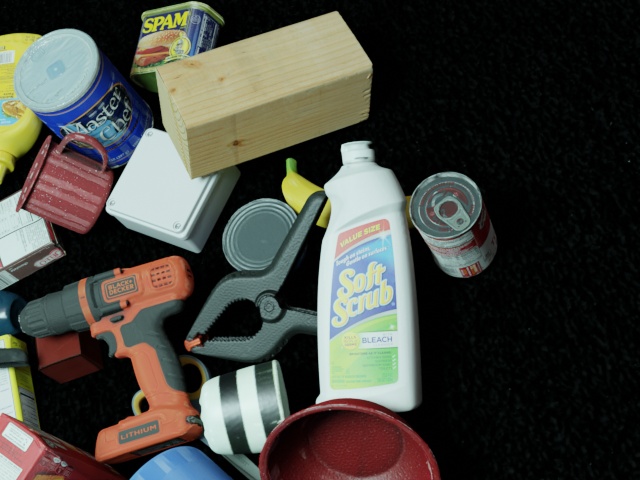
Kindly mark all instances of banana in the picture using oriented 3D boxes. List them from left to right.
[{"bbox_3d":[0.034,-0.039,1.107,0.198,0.037,0.069,17,74,25],"label":"banana"}]

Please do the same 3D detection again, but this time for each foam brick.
[{"bbox_3d":[-0.270,0.103,1.138,0.051,0.053,0.078,-20,61,10],"label":"foam brick"}]

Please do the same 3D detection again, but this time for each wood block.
[{"bbox_3d":[-0.058,-0.153,1.122,0.206,0.091,0.090,-20,59,-15],"label":"wood block"}]

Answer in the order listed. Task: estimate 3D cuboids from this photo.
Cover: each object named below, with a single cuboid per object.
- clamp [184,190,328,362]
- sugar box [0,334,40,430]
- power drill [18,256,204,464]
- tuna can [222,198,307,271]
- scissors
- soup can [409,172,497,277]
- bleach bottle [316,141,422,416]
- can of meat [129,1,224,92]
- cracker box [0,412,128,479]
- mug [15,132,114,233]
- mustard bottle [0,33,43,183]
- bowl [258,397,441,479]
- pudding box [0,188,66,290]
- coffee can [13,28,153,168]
[{"bbox_3d":[-0.046,0.053,1.069,0.210,0.036,0.164,-19,88,15],"label":"clamp"},{"bbox_3d":[-0.346,0.196,1.126,0.093,0.048,0.176,-23,64,9],"label":"sugar box"},{"bbox_3d":[-0.201,0.121,1.058,0.184,0.057,0.188,-17,74,8],"label":"power drill"},{"bbox_3d":[-0.057,0.001,1.122,0.086,0.033,0.086,-8,64,16],"label":"tuna can"},{"bbox_3d":[-0.099,0.180,1.064,0.202,0.016,0.096,19,74,25],"label":"scissors"},{"bbox_3d":[0.129,-0.013,1.024,0.068,0.102,0.068,-8,64,16],"label":"soup can"},{"bbox_3d":[0.037,0.034,1.002,0.103,0.068,0.251,-5,88,12],"label":"bleach bottle"},{"bbox_3d":[-0.169,-0.222,1.243,0.102,0.057,0.084,-3,68,34],"label":"can of meat"},{"bbox_3d":[-0.292,0.287,0.997,0.072,0.164,0.213,25,76,29],"label":"cracker box"},{"bbox_3d":[-0.275,-0.067,1.178,0.117,0.081,0.093,-57,21,24],"label":"mug"},{"bbox_3d":[-0.380,-0.156,1.292,0.096,0.058,0.191,-5,65,15],"label":"mustard bottle"},{"bbox_3d":[0.029,0.197,0.958,0.162,0.162,0.055,-9,27,15],"label":"bowl"},{"bbox_3d":[-0.357,0.000,1.225,0.113,0.039,0.090,-27,60,4],"label":"pudding box"},{"bbox_3d":[-0.264,-0.157,1.205,0.103,0.140,0.103,-8,64,16],"label":"coffee can"}]
